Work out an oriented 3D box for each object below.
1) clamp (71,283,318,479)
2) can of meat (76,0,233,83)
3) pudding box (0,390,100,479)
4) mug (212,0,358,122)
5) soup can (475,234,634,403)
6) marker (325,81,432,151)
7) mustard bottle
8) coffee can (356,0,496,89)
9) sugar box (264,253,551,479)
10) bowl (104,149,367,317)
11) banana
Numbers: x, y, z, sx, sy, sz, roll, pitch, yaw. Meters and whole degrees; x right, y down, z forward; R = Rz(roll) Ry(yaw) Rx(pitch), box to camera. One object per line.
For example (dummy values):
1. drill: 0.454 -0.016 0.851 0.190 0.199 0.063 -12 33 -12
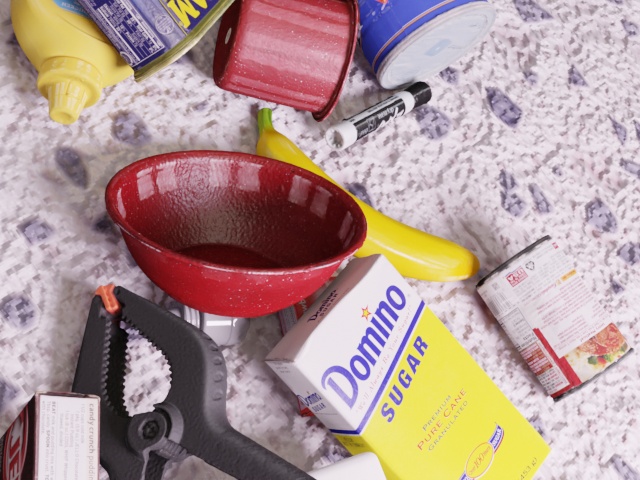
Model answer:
1. clamp: -0.093 0.118 0.589 0.164 0.036 0.210 -35 59 1
2. can of meat: -0.109 -0.164 0.682 0.084 0.058 0.102 52 39 -20
3. pudding box: -0.141 0.143 0.544 0.039 0.090 0.113 6 62 -26
4. mug: -0.028 -0.147 0.765 0.081 0.093 0.117 12 42 -17
5. soup can: 0.167 0.055 0.765 0.068 0.069 0.102 -27 78 -35
6. marker: 0.047 -0.096 0.806 0.020 0.020 0.120 52 46 6
7. mustard bottle: -0.156 -0.161 0.718 0.096 0.058 0.191 25 54 -32
8. coffee can: 0.056 -0.203 0.825 0.102 0.103 0.140 -21 75 -34
9. sugar box: 0.057 0.103 0.664 0.176 0.048 0.093 49 65 -16
10. bowl: -0.054 0.001 0.661 0.162 0.055 0.162 9 27 -5
11. banana: 0.027 -0.020 0.752 0.197 0.037 0.069 37 54 -5
